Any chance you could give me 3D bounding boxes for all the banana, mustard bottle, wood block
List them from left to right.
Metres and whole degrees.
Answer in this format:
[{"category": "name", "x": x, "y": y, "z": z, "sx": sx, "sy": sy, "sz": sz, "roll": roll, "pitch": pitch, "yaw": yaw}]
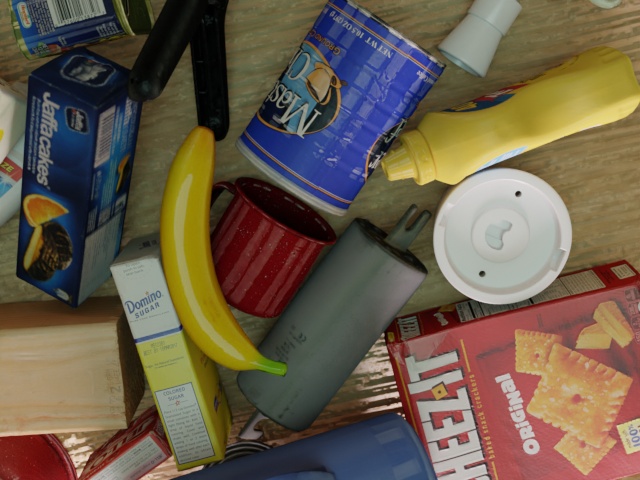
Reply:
[{"category": "wood block", "x": -0.256, "y": 0.104, "z": 0.873, "sx": 0.206, "sy": 0.091, "sz": 0.090, "roll": -4, "pitch": 102, "yaw": 2}, {"category": "banana", "x": -0.085, "y": 0.016, "z": 0.804, "sx": 0.069, "sy": 0.037, "sz": 0.198, "roll": -18, "pitch": 92, "yaw": -1}, {"category": "mustard bottle", "x": 0.137, "y": -0.087, "z": 0.808, "sx": 0.191, "sy": 0.096, "sz": 0.058, "roll": -22, "pitch": 98, "yaw": -5}]

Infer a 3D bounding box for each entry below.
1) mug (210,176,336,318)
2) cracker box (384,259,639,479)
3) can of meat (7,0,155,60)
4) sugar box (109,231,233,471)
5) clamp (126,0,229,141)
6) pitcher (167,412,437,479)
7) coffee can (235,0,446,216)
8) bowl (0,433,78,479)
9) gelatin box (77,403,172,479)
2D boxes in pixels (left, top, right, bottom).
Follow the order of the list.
[{"category": "mug", "x": -0.056, "y": 0.001, "z": 0.856, "sx": 0.117, "sy": 0.093, "sz": 0.081, "roll": 39, "pitch": 107, "yaw": 21}, {"category": "cracker box", "x": 0.174, "y": 0.125, "z": 0.884, "sx": 0.214, "sy": 0.072, "sz": 0.164, "roll": -15, "pitch": 102, "yaw": 4}, {"category": "can of meat", "x": -0.179, "y": -0.173, "z": 0.804, "sx": 0.084, "sy": 0.102, "sz": 0.057, "roll": -14, "pitch": 101, "yaw": 6}, {"category": "sugar box", "x": -0.117, "y": 0.086, "z": 0.867, "sx": 0.048, "sy": 0.093, "sz": 0.176, "roll": -13, "pitch": 103, "yaw": 3}, {"category": "clamp", "x": -0.093, "y": -0.182, "z": 0.786, "sx": 0.036, "sy": 0.164, "sz": 0.210, "roll": 7, "pitch": 94, "yaw": 13}, {"category": "pitcher", "x": -0.031, "y": 0.217, "z": 0.816, "sx": 0.242, "sy": 0.149, "sz": 0.145, "roll": -19, "pitch": 105, "yaw": -10}, {"category": "coffee can", "x": 0.015, "y": -0.104, "z": 0.817, "sx": 0.102, "sy": 0.103, "sz": 0.140, "roll": 33, "pitch": 101, "yaw": -7}, {"category": "bowl", "x": -0.293, "y": 0.227, "z": 0.920, "sx": 0.162, "sy": 0.055, "sz": 0.162, "roll": 0, "pitch": 102, "yaw": 1}, {"category": "gelatin box", "x": -0.161, "y": 0.180, "z": 0.898, "sx": 0.089, "sy": 0.073, "sz": 0.030, "roll": -38, "pitch": 100, "yaw": 8}]
